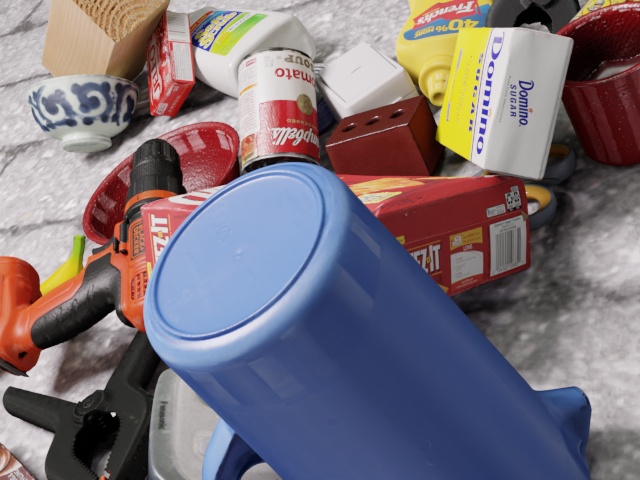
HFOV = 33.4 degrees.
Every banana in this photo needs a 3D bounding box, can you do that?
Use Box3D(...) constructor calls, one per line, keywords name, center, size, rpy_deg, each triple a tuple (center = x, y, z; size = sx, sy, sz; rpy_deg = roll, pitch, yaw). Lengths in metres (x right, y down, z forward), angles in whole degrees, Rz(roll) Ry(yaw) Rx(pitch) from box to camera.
Box3D(name="banana", center=(-0.284, 0.065, 0.930), size=(0.197, 0.069, 0.037), rpy_deg=(-27, 10, -21))

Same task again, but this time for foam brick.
Box3D(name="foam brick", center=(0.052, -0.075, 0.854), size=(0.078, 0.051, 0.053), rpy_deg=(-13, 29, 30))

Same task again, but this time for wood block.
Box3D(name="wood block", center=(-0.239, -0.232, 1.176), size=(0.090, 0.091, 0.206), rpy_deg=(-48, 3, -22))

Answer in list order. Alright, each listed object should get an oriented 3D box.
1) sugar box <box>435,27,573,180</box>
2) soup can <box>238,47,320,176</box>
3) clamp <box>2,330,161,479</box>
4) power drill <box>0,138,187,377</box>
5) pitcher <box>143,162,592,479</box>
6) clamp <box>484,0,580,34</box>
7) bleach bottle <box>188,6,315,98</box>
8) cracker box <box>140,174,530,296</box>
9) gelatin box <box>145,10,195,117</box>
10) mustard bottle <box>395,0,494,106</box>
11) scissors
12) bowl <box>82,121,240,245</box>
Box3D(name="sugar box", center=(0.123, -0.101, 0.749), size=(0.048, 0.093, 0.176), rpy_deg=(10, 10, -3))
Box3D(name="soup can", center=(-0.036, -0.106, 0.920), size=(0.069, 0.068, 0.102), rpy_deg=(-13, 69, 27))
Box3D(name="clamp", center=(-0.171, 0.134, 0.793), size=(0.164, 0.036, 0.210), rpy_deg=(-29, 31, 7))
Box3D(name="power drill", center=(-0.186, 0.016, 0.854), size=(0.188, 0.057, 0.184), rpy_deg=(-25, 47, 19))
Box3D(name="pitcher", center=(0.018, 0.083, 0.519), size=(0.145, 0.242, 0.149), rpy_deg=(-4, 51, 39))
Box3D(name="clamp", center=(0.189, -0.200, 0.874), size=(0.120, 0.039, 0.171), rpy_deg=(-1, 75, 16))
Box3D(name="bleach bottle", center=(-0.110, -0.206, 1.152), size=(0.102, 0.068, 0.251), rpy_deg=(-45, 33, -14))
Box3D(name="cracker box", center=(0.009, -0.005, 0.724), size=(0.214, 0.072, 0.163), rpy_deg=(5, 14, 42))
Box3D(name="gelatin box", center=(-0.161, -0.186, 1.131), size=(0.073, 0.030, 0.089), rpy_deg=(138, 130, -56))
Box3D(name="mustard bottle", center=(0.116, -0.181, 0.936), size=(0.096, 0.058, 0.191), rpy_deg=(-4, 42, 20))
Box3D(name="scissors", center=(0.093, -0.021, 0.791), size=(0.202, 0.016, 0.096), rpy_deg=(-20, 33, 18))
Box3D(name="bowl", center=(-0.131, -0.035, 0.957), size=(0.162, 0.055, 0.162), rpy_deg=(-22, 35, 16))
